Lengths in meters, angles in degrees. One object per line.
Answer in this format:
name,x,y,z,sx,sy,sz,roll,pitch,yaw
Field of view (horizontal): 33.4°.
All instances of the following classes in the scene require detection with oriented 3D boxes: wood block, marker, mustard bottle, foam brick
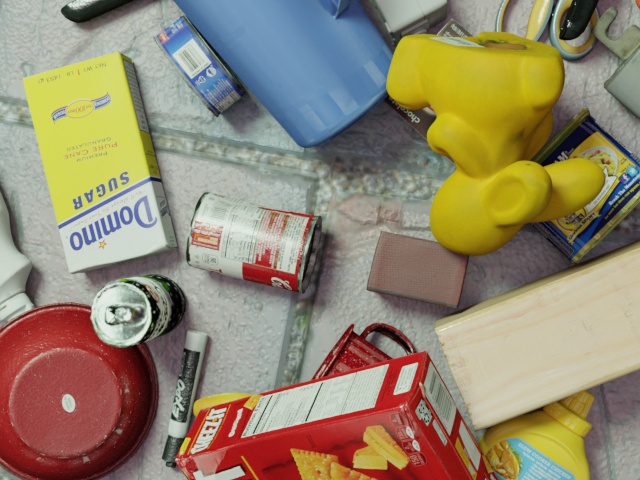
wood block,0.204,0.071,0.863,0.206,0.090,0.090,-22,87,6
marker,-0.119,0.140,0.936,0.020,0.020,0.121,12,91,7
mustard bottle,0.165,0.203,0.882,0.096,0.058,0.191,34,94,5
foam brick,0.082,0.024,0.897,0.078,0.053,0.051,11,91,6

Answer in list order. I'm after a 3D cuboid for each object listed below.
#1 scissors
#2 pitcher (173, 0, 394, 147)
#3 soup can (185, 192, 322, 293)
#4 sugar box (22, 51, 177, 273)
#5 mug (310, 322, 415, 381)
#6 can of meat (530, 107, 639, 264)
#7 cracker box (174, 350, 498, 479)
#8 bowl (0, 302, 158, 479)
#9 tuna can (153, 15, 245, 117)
scissors,0.218,-0.240,0.902,0.096,0.016,0.202,28,93,5
pitcher,-0.038,-0.200,0.847,0.145,0.149,0.242,-37,102,6
soup can,-0.056,0.001,0.906,0.102,0.068,0.068,13,91,7
sugar box,-0.192,-0.066,0.934,0.093,0.048,0.176,-15,87,6
mug,0.040,0.121,0.891,0.081,0.093,0.117,34,57,1
can of meat,0.212,-0.043,0.874,0.102,0.057,0.084,-46,78,4
cracker box,0.018,0.191,0.829,0.214,0.072,0.164,-19,113,28
bowl,-0.216,0.134,0.905,0.162,0.055,0.162,0,90,-14
tuna can,-0.101,-0.148,0.904,0.034,0.086,0.086,-38,85,3
